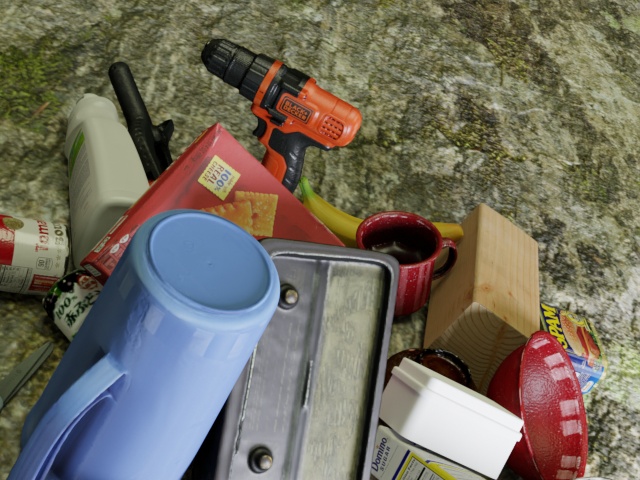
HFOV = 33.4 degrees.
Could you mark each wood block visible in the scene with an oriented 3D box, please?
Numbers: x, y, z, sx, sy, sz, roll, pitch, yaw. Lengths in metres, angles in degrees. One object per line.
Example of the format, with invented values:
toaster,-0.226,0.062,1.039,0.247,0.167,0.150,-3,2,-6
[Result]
wood block,0.181,0.060,1.181,0.090,0.091,0.206,35,31,-11

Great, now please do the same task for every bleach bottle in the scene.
bleach bottle,-0.221,-0.077,1.083,0.068,0.103,0.251,14,34,-28

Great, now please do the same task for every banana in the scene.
banana,0.061,-0.013,1.222,0.197,0.070,0.037,16,45,-2

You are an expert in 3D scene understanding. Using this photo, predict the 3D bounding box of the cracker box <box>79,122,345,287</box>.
cracker box,-0.073,0.031,0.929,0.213,0.072,0.164,44,74,-11

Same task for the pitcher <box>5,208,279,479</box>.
pitcher,-0.130,0.097,0.775,0.144,0.243,0.149,16,41,-20

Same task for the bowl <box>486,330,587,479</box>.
bowl,0.206,0.172,1.046,0.161,0.055,0.162,27,57,-50

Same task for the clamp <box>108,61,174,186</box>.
clamp,-0.195,-0.119,1.177,0.120,0.039,0.171,49,16,-38

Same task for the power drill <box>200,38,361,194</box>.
power drill,-0.071,-0.108,1.157,0.184,0.188,0.057,30,34,1

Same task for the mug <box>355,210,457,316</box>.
mug,0.093,0.026,1.160,0.117,0.081,0.093,-11,43,-16

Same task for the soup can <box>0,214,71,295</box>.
soup can,-0.281,0.011,0.949,0.102,0.069,0.068,9,37,-28

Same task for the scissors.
scissors,-0.250,0.146,0.831,0.096,0.016,0.201,39,34,15

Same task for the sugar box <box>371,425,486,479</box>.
sugar box,0.122,0.221,0.894,0.093,0.048,0.176,27,-1,-44

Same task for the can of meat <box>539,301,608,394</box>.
can of meat,0.268,0.120,1.206,0.083,0.058,0.102,20,34,-17
